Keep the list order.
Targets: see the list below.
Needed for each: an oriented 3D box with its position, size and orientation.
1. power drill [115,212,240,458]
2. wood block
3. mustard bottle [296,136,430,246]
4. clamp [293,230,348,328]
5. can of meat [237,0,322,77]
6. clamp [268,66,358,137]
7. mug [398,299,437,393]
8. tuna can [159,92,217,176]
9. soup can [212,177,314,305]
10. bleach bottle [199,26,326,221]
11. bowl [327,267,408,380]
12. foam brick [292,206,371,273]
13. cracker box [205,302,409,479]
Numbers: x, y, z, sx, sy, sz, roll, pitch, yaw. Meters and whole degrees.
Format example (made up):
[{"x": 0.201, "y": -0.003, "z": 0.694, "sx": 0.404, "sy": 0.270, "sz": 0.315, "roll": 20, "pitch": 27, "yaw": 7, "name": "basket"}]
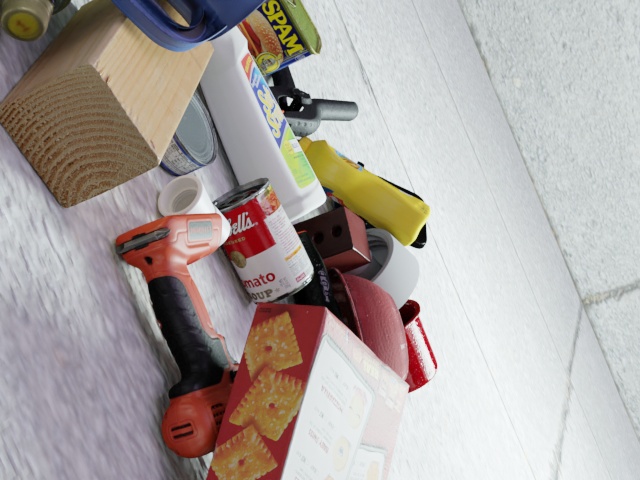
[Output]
[{"x": -0.087, "y": 0.072, "z": 0.865, "sx": 0.184, "sy": 0.057, "sz": 0.188, "roll": -4, "pitch": 73, "yaw": -70, "name": "power drill"}, {"x": -0.160, "y": -0.126, "z": 0.834, "sx": 0.090, "sy": 0.090, "sz": 0.206, "roll": 58, "pitch": 22, "yaw": -25, "name": "wood block"}, {"x": 0.033, "y": -0.065, "z": 1.237, "sx": 0.191, "sy": 0.058, "sz": 0.096, "roll": 32, "pitch": 4, "yaw": -3, "name": "mustard bottle"}, {"x": 0.003, "y": 0.076, "z": 1.056, "sx": 0.165, "sy": 0.036, "sz": 0.210, "roll": 103, "pitch": -29, "yaw": -64, "name": "clamp"}, {"x": -0.059, "y": -0.246, "z": 1.233, "sx": 0.102, "sy": 0.084, "sz": 0.057, "roll": 58, "pitch": 22, "yaw": -27, "name": "can of meat"}, {"x": -0.019, "y": -0.155, "z": 1.251, "sx": 0.120, "sy": 0.039, "sz": 0.171, "roll": 22, "pitch": 31, "yaw": 1, "name": "clamp"}, {"x": 0.079, "y": 0.123, "z": 1.230, "sx": 0.117, "sy": 0.093, "sz": 0.081, "roll": 22, "pitch": -42, "yaw": 65, "name": "mug"}, {"x": -0.130, "y": -0.102, "z": 0.970, "sx": 0.086, "sy": 0.034, "sz": 0.086, "roll": 52, "pitch": 25, "yaw": -38, "name": "tuna can"}, {"x": -0.057, "y": 0.001, "z": 1.006, "sx": 0.102, "sy": 0.069, "sz": 0.068, "roll": 63, "pitch": 20, "yaw": -16, "name": "soup can"}, {"x": -0.080, "y": -0.137, "z": 1.100, "sx": 0.251, "sy": 0.068, "sz": 0.102, "roll": 64, "pitch": 19, "yaw": -4, "name": "bleach bottle"}, {"x": 0.050, "y": 0.103, "z": 1.088, "sx": 0.162, "sy": 0.055, "sz": 0.162, "roll": 170, "pitch": -90, "yaw": -80, "name": "bowl"}, {"x": 0.008, "y": 0.006, "z": 1.156, "sx": 0.051, "sy": 0.078, "sz": 0.053, "roll": 39, "pitch": 35, "yaw": -57, "name": "foam brick"}, {"x": -0.015, "y": 0.177, "z": 0.814, "sx": 0.164, "sy": 0.072, "sz": 0.213, "roll": 46, "pitch": 54, "yaw": -51, "name": "cracker box"}]
